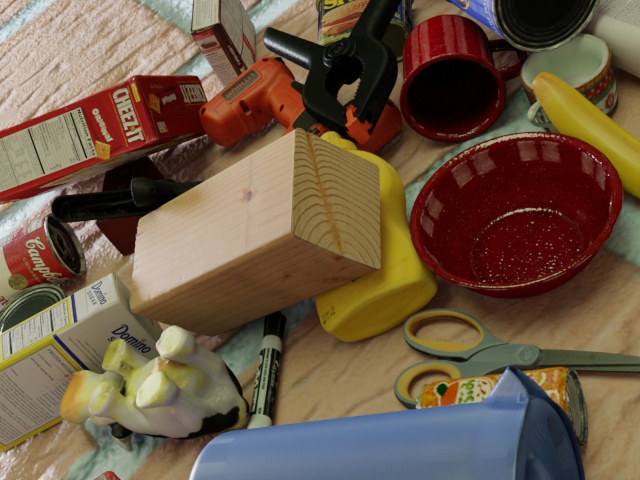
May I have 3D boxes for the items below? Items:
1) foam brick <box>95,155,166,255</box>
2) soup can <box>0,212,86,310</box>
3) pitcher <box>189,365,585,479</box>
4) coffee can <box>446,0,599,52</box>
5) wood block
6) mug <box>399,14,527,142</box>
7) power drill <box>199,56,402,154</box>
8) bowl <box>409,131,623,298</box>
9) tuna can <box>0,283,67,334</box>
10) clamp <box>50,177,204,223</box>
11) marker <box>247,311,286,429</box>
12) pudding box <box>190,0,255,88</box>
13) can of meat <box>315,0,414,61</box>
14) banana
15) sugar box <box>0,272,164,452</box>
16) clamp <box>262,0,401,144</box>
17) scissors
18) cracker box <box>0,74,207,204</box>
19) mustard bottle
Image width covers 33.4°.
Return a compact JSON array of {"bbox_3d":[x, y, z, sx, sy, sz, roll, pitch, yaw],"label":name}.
[{"bbox_3d":[-0.183,-0.034,1.057,0.053,0.051,0.078,-18,44,16],"label":"foam brick"},{"bbox_3d":[-0.294,0.024,1.058,0.102,0.068,0.068,-25,42,9],"label":"soup can"},{"bbox_3d":[0.039,0.181,0.675,0.243,0.145,0.149,-9,35,29],"label":"pitcher"},{"bbox_3d":[0.163,-0.234,0.924,0.103,0.102,0.140,-34,35,-1],"label":"coffee can"},{"bbox_3d":[-0.056,0.001,0.852,0.207,0.090,0.091,-24,55,43],"label":"wood block"},{"bbox_3d":[0.126,-0.152,0.953,0.117,0.093,0.081,-17,39,16],"label":"mug"},{"bbox_3d":[-0.038,-0.094,1.024,0.184,0.057,0.188,-39,45,-13],"label":"power drill"},{"bbox_3d":[0.153,-0.009,0.820,0.162,0.055,0.162,-14,45,13],"label":"bowl"},{"bbox_3d":[-0.269,0.084,1.012,0.086,0.033,0.086,-17,44,17],"label":"tuna can"},{"bbox_3d":[-0.141,-0.038,0.960,0.171,0.039,0.120,-8,5,-43],"label":"clamp"},{"bbox_3d":[-0.043,0.107,0.863,0.020,0.020,0.121,-13,46,21],"label":"marker"},{"bbox_3d":[-0.106,-0.232,1.167,0.039,0.090,0.113,-19,44,14],"label":"pudding box"},{"bbox_3d":[0.045,-0.219,1.090,0.102,0.057,0.084,-15,47,20],"label":"can of meat"},{"bbox_3d":[0.239,-0.067,0.813,0.037,0.069,0.198,-33,46,-19],"label":"banana"},{"bbox_3d":[-0.227,0.106,0.922,0.176,0.093,0.048,-29,42,3],"label":"sugar box"},{"bbox_3d":[0.031,-0.173,0.986,0.165,0.036,0.210,-30,43,14],"label":"clamp"},{"bbox_3d":[0.134,0.098,0.765,0.202,0.016,0.096,16,62,41],"label":"scissors"},{"bbox_3d":[-0.235,-0.104,1.080,0.214,0.072,0.164,-18,4,17],"label":"cracker box"},{"bbox_3d":[0.028,-0.017,0.883,0.096,0.058,0.191,-33,50,22],"label":"mustard bottle"}]
